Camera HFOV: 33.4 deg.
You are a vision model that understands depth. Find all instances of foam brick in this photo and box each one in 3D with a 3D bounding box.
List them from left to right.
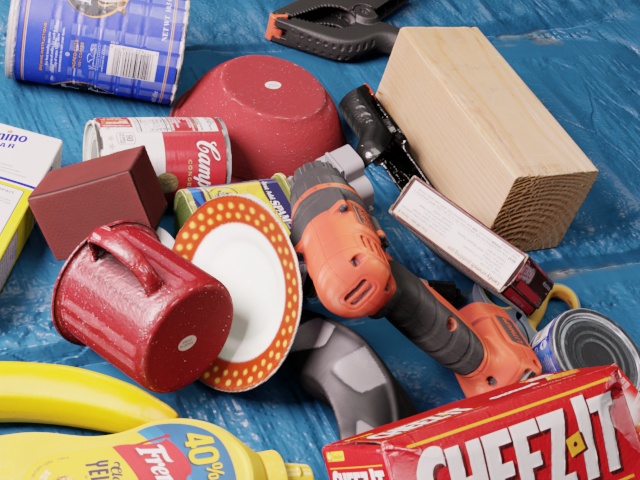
[{"bbox_3d":[-0.156,-0.026,0.757,0.078,0.053,0.051,-14,24,9],"label":"foam brick"}]

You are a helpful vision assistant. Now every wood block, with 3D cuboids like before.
[{"bbox_3d":[0.139,-0.092,0.938,0.090,0.091,0.206,-6,46,-27],"label":"wood block"}]

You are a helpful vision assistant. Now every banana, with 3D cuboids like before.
[{"bbox_3d":[-0.187,0.101,0.646,0.197,0.037,0.070,-1,38,-26],"label":"banana"}]

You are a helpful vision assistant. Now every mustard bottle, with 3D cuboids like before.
[{"bbox_3d":[-0.094,0.150,0.614,0.191,0.058,0.096,-2,46,-23],"label":"mustard bottle"}]

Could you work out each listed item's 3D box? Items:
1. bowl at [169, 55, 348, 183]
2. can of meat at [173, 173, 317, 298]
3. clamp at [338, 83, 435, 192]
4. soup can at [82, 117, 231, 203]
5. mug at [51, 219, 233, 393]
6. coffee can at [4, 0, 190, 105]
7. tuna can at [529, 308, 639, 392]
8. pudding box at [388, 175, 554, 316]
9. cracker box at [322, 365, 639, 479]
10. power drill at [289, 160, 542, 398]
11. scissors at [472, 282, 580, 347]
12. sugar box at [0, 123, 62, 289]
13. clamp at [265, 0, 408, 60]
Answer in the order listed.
[{"bbox_3d":[-0.046,-0.111,0.919,0.162,0.055,0.162,11,41,-10],"label":"bowl"},{"bbox_3d":[-0.055,0.001,0.792,0.083,0.057,0.102,-9,48,-26],"label":"can of meat"},{"bbox_3d":[0.061,-0.075,0.916,0.120,0.039,0.171,49,16,-30],"label":"clamp"},{"bbox_3d":[-0.127,-0.061,0.825,0.102,0.069,0.068,-3,45,-22],"label":"soup can"},{"bbox_3d":[-0.112,0.037,0.675,0.082,0.117,0.093,30,59,32],"label":"mug"},{"bbox_3d":[-0.187,-0.176,0.901,0.140,0.103,0.103,8,42,-12],"label":"coffee can"},{"bbox_3d":[0.197,0.093,0.786,0.086,0.034,0.086,15,50,-19],"label":"tuna can"},{"bbox_3d":[0.115,0.006,0.806,0.114,0.039,0.090,36,1,28],"label":"pudding box"},{"bbox_3d":[0.111,0.188,0.561,0.163,0.072,0.214,-12,84,-30],"label":"cracker box"},{"bbox_3d":[0.057,0.031,0.733,0.187,0.057,0.184,36,16,-22],"label":"power drill"},{"bbox_3d":[0.131,0.079,0.807,0.096,0.016,0.201,34,43,20],"label":"scissors"},{"bbox_3d":[-0.252,-0.018,0.750,0.093,0.048,0.176,16,37,-3],"label":"sugar box"},{"bbox_3d":[0.050,-0.211,1.076,0.209,0.036,0.165,-11,48,-27],"label":"clamp"}]
